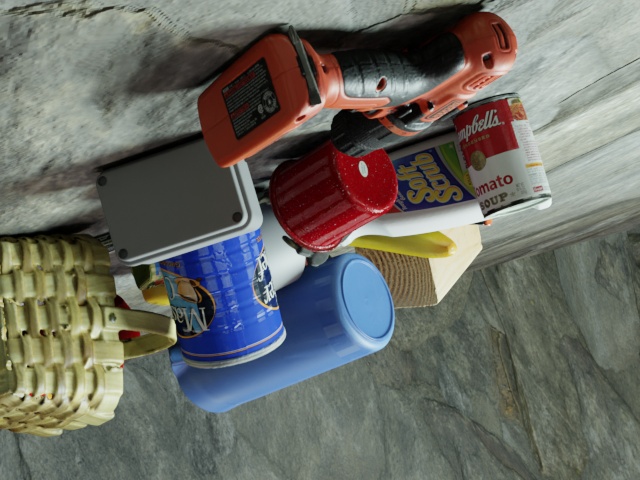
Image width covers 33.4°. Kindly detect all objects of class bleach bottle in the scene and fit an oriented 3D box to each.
[{"bbox_3d":[0.099,-0.045,1.085,0.251,0.102,0.068,-18,165,9],"label":"bleach bottle"}]

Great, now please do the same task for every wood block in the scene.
[{"bbox_3d":[0.124,0.007,1.314,0.091,0.090,0.205,-6,-166,25],"label":"wood block"}]

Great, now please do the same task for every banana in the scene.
[{"bbox_3d":[0.053,-0.006,1.153,0.198,0.037,0.069,7,-161,14],"label":"banana"}]

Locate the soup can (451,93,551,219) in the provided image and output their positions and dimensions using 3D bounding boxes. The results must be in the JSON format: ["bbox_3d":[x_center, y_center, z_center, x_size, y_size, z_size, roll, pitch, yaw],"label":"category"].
[{"bbox_3d":[0.170,-0.078,1.002,0.068,0.102,0.068,-16,173,-2],"label":"soup can"}]

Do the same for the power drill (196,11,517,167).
[{"bbox_3d":[0.014,-0.095,0.719,0.187,0.057,0.185,-14,169,-38],"label":"power drill"}]

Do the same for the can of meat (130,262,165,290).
[{"bbox_3d":[-0.161,0.018,1.179,0.083,0.057,0.102,-11,172,-22],"label":"can of meat"}]

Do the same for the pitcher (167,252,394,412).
[{"bbox_3d":[-0.036,0.098,1.182,0.243,0.145,0.149,-22,-150,34],"label":"pitcher"}]

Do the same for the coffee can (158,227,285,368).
[{"bbox_3d":[-0.097,0.037,1.014,0.103,0.140,0.103,-11,-164,3],"label":"coffee can"}]

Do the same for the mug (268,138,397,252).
[{"bbox_3d":[0.022,-0.050,0.963,0.082,0.093,0.117,-30,175,42],"label":"mug"}]
